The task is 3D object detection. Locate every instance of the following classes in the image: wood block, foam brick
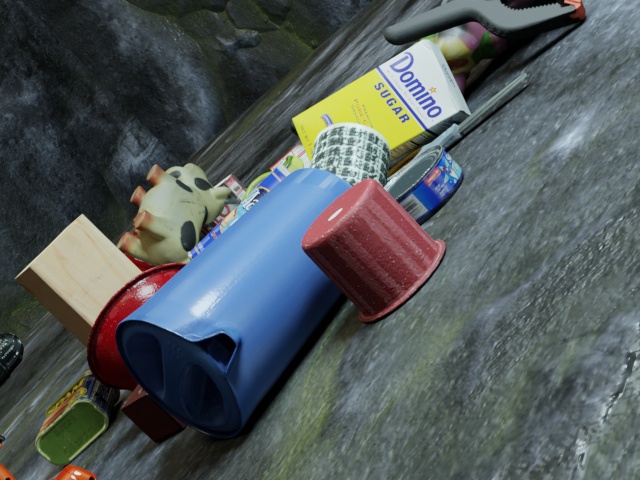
[{"bbox_3d":[-0.242,0.079,1.242,0.090,0.206,0.091,-49,12,-25],"label":"wood block"},{"bbox_3d":[-0.149,0.151,1.058,0.053,0.051,0.078,-33,15,41],"label":"foam brick"}]

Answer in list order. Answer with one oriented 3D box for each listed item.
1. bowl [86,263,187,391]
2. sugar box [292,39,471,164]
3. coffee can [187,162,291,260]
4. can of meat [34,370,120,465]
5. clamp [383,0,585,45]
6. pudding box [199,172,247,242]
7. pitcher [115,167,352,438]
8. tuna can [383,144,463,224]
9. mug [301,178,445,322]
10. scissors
[{"bbox_3d":[-0.164,0.106,1.133,0.162,0.162,0.055,-46,52,-8],"label":"bowl"},{"bbox_3d":[0.064,-0.132,1.151,0.176,0.093,0.048,-30,-17,23],"label":"sugar box"},{"bbox_3d":[-0.058,0.001,1.146,0.140,0.102,0.103,-44,11,1],"label":"coffee can"},{"bbox_3d":[-0.301,0.221,1.323,0.102,0.057,0.084,-43,14,10],"label":"can of meat"},{"bbox_3d":[0.175,-0.256,1.131,0.164,0.210,0.036,-61,-30,-2],"label":"clamp"},{"bbox_3d":[-0.144,-0.035,1.600,0.114,0.090,0.039,-37,13,31],"label":"pudding box"},{"bbox_3d":[-0.060,0.048,0.946,0.149,0.145,0.242,17,48,32],"label":"pitcher"},{"bbox_3d":[0.090,-0.047,0.985,0.086,0.033,0.086,-42,12,10],"label":"tuna can"},{"bbox_3d":[0.037,0.004,0.868,0.093,0.081,0.117,-45,12,-4],"label":"mug"},{"bbox_3d":[0.124,-0.093,1.080,0.202,0.016,0.096,-35,16,41],"label":"scissors"}]
